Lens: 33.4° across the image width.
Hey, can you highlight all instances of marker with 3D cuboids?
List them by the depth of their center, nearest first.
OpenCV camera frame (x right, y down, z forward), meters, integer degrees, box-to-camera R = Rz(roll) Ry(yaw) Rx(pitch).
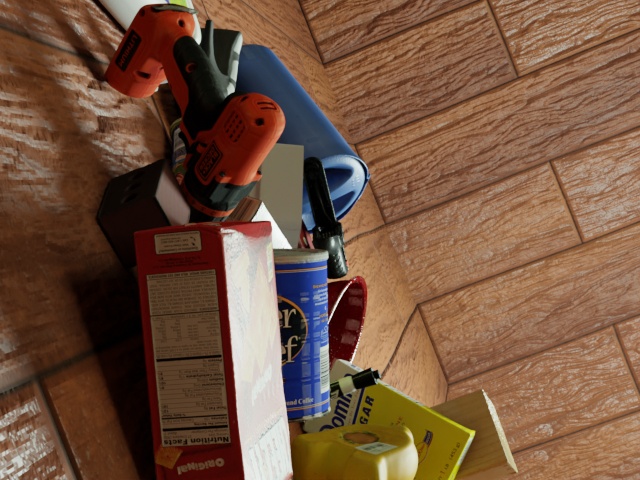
[{"bbox_3d":[0.005,0.159,1.107,0.020,0.121,0.020,-22,90,-81],"label":"marker"}]

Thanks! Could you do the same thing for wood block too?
[{"bbox_3d":[0.115,0.259,1.255,0.090,0.206,0.090,50,20,-63],"label":"wood block"}]

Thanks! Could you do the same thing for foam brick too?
[{"bbox_3d":[-0.142,-0.023,0.871,0.078,0.053,0.051,-95,161,-63],"label":"foam brick"}]

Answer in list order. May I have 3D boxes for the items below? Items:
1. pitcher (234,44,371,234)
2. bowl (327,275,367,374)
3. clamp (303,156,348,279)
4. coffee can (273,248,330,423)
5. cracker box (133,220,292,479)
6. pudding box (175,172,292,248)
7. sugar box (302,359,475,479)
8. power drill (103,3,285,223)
[{"bbox_3d":[-0.061,-0.131,1.324,0.243,0.145,0.149,57,7,33],"label":"pitcher"},{"bbox_3d":[0.001,0.112,1.269,0.162,0.055,0.162,16,90,-72],"label":"bowl"},{"bbox_3d":[0.009,0.000,1.220,0.171,0.039,0.120,70,15,-49],"label":"clamp"},{"bbox_3d":[-0.043,0.079,0.927,0.102,0.103,0.140,-21,110,-81],"label":"coffee can"},{"bbox_3d":[-0.072,0.093,0.795,0.164,0.072,0.214,-10,94,-81],"label":"cracker box"},{"bbox_3d":[-0.089,-0.013,1.020,0.114,0.039,0.090,22,-23,35],"label":"pudding box"},{"bbox_3d":[0.075,0.214,1.199,0.176,0.093,0.048,27,-1,18],"label":"sugar box"},{"bbox_3d":[-0.123,-0.103,0.951,0.057,0.185,0.188,-7,55,-47],"label":"power drill"}]
